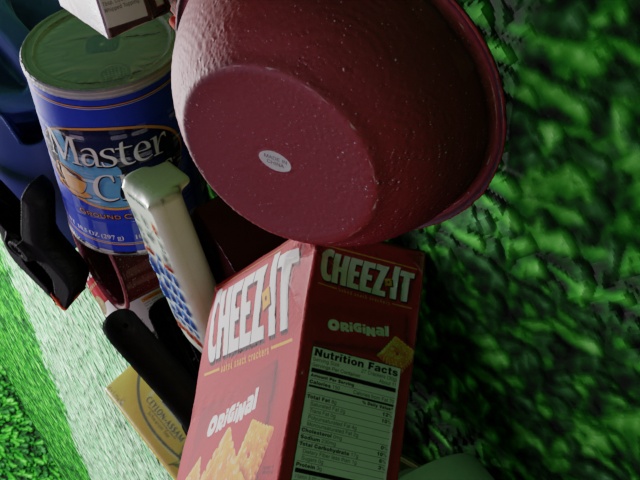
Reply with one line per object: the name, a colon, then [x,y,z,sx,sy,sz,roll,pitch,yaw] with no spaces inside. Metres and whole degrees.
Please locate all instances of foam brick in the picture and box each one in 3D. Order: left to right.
foam brick: [-0.055,0.001,0.700,0.053,0.051,0.078,58,157,7]

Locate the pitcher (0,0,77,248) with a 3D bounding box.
pitcher: [-0.234,-0.101,0.880,0.145,0.149,0.243,28,152,10]

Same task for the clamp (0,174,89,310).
clamp: [-0.231,-0.012,0.823,0.120,0.039,0.171,33,151,26]

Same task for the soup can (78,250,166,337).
soup can: [-0.170,0.044,0.966,0.102,0.068,0.069,58,157,6]

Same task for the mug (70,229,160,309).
mug: [-0.142,-0.014,0.826,0.093,0.081,0.117,16,130,59]

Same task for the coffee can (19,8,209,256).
coffee can: [-0.133,-0.074,0.712,0.103,0.102,0.140,43,151,37]

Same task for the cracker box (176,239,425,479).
cracker box: [-0.024,0.114,0.572,0.164,0.072,0.213,-29,48,62]

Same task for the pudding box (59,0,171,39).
pudding box: [-0.120,-0.160,0.547,0.114,0.039,0.090,36,146,57]

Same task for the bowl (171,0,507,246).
bowl: [-0.006,-0.051,0.454,0.162,0.055,0.162,20,139,18]

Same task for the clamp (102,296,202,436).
clamp: [-0.084,0.128,0.774,0.210,0.036,0.164,57,-176,8]
